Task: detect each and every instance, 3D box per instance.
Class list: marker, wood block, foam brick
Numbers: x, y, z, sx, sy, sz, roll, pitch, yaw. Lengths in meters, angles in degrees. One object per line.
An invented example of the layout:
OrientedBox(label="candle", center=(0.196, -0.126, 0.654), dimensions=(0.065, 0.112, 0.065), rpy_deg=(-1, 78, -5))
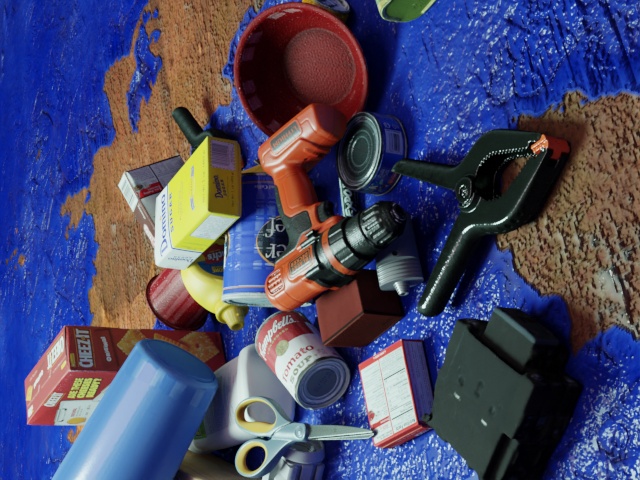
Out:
OrientedBox(label="marker", center=(0.032, -0.036, 1.149), dimensions=(0.020, 0.020, 0.121), rpy_deg=(-30, 59, 52))
OrientedBox(label="wood block", center=(-0.150, 0.317, 1.307), dimensions=(0.206, 0.090, 0.091), rpy_deg=(4, 88, 58))
OrientedBox(label="foam brick", center=(0.039, 0.070, 1.089), dimensions=(0.078, 0.052, 0.051), rpy_deg=(-43, 50, 44))

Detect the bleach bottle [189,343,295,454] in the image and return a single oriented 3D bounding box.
OrientedBox(label="bleach bottle", center=(-0.119, 0.202, 1.306), dimensions=(0.251, 0.068, 0.102), rpy_deg=(-30, 60, 54))

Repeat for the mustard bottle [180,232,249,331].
OrientedBox(label="mustard bottle", center=(-0.127, 0.032, 1.315), dimensions=(0.058, 0.096, 0.192), rpy_deg=(-55, 42, 34))

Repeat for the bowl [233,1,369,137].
OrientedBox(label="bowl", center=(-0.012, -0.184, 1.172), dimensions=(0.162, 0.055, 0.162), rpy_deg=(9, 114, 22))

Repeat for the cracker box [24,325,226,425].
OrientedBox(label="cracker box", center=(-0.253, 0.176, 1.376), dimensions=(0.164, 0.213, 0.072), rpy_deg=(-46, 47, 44))

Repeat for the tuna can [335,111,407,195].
OrientedBox(label="tuna can", center=(0.052, -0.091, 1.114), dimensions=(0.086, 0.033, 0.086), rpy_deg=(-16, 71, 56))

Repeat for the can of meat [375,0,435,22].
OrientedBox(label="can of meat", center=(0.090, -0.281, 1.070), dimensions=(0.102, 0.057, 0.084), rpy_deg=(-43, 52, 46))

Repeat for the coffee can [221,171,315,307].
OrientedBox(label="coffee can", center=(-0.058, 0.001, 1.207), dimensions=(0.103, 0.102, 0.140), rpy_deg=(-11, 75, 56))

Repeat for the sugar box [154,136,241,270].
OrientedBox(label="sugar box", center=(-0.142, -0.039, 1.213), dimensions=(0.177, 0.048, 0.093), rpy_deg=(-37, 50, 53))

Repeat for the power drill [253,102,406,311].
OrientedBox(label="power drill", center=(0.003, -0.043, 1.075), dimensions=(0.185, 0.057, 0.187), rpy_deg=(-34, 51, 36))

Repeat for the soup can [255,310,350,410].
OrientedBox(label="soup can", center=(-0.020, 0.129, 1.156), dimensions=(0.102, 0.068, 0.068), rpy_deg=(44, 121, 51))

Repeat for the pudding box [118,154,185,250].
OrientedBox(label="pudding box", center=(-0.203, -0.052, 1.424), dimensions=(0.113, 0.089, 0.039), rpy_deg=(59, 147, 16))

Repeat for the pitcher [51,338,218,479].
OrientedBox(label="pitcher", center=(-0.222, 0.238, 1.251), dimensions=(0.149, 0.144, 0.243), rpy_deg=(33, 97, 29))

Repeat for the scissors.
OrientedBox(label="scissors", center=(-0.027, 0.216, 1.105), dimensions=(0.202, 0.016, 0.096), rpy_deg=(12, 86, 48))

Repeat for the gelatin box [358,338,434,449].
OrientedBox(label="gelatin box", center=(0.076, 0.150, 1.037), dimensions=(0.073, 0.030, 0.089), rpy_deg=(-39, 53, 46))

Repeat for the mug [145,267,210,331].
OrientedBox(label="mug", center=(-0.169, 0.050, 1.391), dimensions=(0.082, 0.093, 0.117), rpy_deg=(-47, 37, 37))

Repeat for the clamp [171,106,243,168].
OrientedBox(label="clamp", center=(-0.158, -0.124, 1.439), dimensions=(0.172, 0.039, 0.120), rpy_deg=(3, 106, 55))

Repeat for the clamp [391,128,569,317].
OrientedBox(label="clamp", center=(0.137, -0.047, 0.969), dimensions=(0.210, 0.036, 0.164), rpy_deg=(-44, 49, 43))
